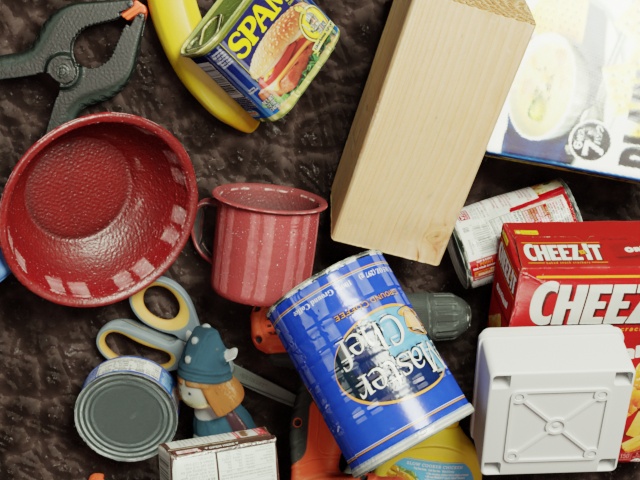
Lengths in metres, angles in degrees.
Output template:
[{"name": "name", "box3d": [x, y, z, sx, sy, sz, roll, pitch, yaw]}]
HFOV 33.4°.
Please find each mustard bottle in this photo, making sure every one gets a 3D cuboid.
[{"name": "mustard bottle", "box3d": [0.089, 0.215, 0.929, 0.096, 0.058, 0.192, 7, 101, -7]}]

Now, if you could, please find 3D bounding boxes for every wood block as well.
[{"name": "wood block", "box3d": [0.079, -0.097, 0.817, 0.090, 0.090, 0.206, 14, 120, -8]}]

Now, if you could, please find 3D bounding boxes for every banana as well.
[{"name": "banana", "box3d": [-0.099, -0.177, 0.844, 0.069, 0.037, 0.198, -11, 102, -3]}]

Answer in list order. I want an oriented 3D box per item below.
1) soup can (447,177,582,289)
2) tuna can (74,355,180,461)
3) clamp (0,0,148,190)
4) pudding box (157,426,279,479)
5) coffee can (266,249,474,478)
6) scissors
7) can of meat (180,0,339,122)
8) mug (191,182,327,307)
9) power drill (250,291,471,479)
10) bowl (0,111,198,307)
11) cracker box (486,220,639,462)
[{"name": "soup can", "box3d": [0.160, -0.005, 0.887, 0.102, 0.068, 0.068, -18, 102, -1]}, {"name": "tuna can", "box3d": [-0.161, 0.140, 0.895, 0.086, 0.034, 0.086, 0, 112, -1]}, {"name": "clamp", "box3d": [-0.212, -0.137, 0.842, 0.120, 0.039, 0.171, 41, 92, -17]}, {"name": "pudding box", "box3d": [-0.077, 0.211, 0.843, 0.089, 0.039, 0.113, -6, 99, -21]}, {"name": "coffee can", "box3d": [0.036, 0.092, 0.804, 0.103, 0.103, 0.140, -30, 78, 1]}, {"name": "scissors", "box3d": [-0.087, 0.088, 0.907, 0.201, 0.016, 0.096, 12, 105, -7]}, {"name": "can of meat", "box3d": [-0.044, -0.154, 0.826, 0.083, 0.058, 0.102, 43, 72, -27]}, {"name": "mug", "box3d": [-0.056, 0.001, 0.865, 0.117, 0.093, 0.081, 14, 106, 23]}, {"name": "power drill", "box3d": [0.036, 0.133, 0.879, 0.184, 0.057, 0.187, -3, 77, 4]}, {"name": "bowl", "box3d": [-0.180, -0.031, 0.838, 0.161, 0.055, 0.162, -16, 121, -28]}, {"name": "cracker box", "box3d": [0.220, 0.090, 0.873, 0.164, 0.072, 0.214, -1, 126, -5]}]
